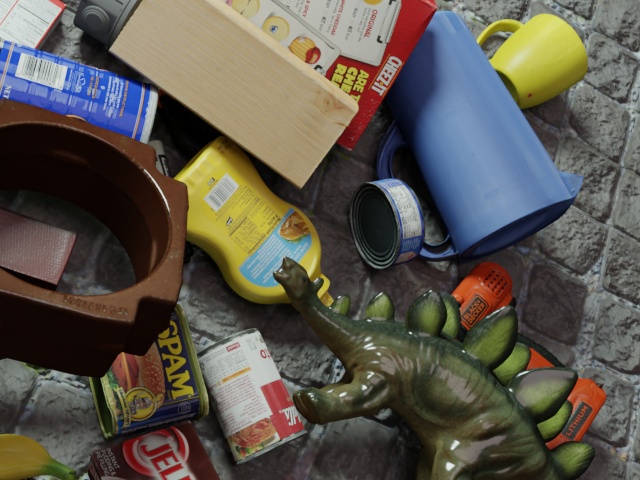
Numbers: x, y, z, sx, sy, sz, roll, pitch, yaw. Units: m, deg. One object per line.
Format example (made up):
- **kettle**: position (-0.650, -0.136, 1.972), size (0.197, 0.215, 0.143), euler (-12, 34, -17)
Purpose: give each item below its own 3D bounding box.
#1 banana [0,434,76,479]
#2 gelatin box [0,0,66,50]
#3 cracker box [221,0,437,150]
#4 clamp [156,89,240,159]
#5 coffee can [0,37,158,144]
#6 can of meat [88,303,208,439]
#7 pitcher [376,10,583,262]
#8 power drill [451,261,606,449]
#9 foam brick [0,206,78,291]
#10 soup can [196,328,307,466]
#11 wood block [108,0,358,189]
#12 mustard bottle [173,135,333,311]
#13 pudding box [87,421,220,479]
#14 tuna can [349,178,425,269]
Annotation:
- **banana**: position (-0.286, 0.200, 0.805), size (0.197, 0.037, 0.070), euler (-31, 47, -8)
- **gelatin box**: position (-0.291, -0.202, 0.991), size (0.073, 0.030, 0.089), euler (31, 61, -11)
- **cracker box**: position (-0.020, -0.213, 1.032), size (0.213, 0.164, 0.072), euler (29, 21, -7)
- **clamp**: position (-0.078, -0.104, 1.040), size (0.171, 0.039, 0.120), euler (40, 57, -10)
- **coffee can**: position (-0.225, -0.108, 0.940), size (0.140, 0.103, 0.103), euler (15, 64, -17)
- **can of meat**: position (-0.151, 0.113, 0.911), size (0.083, 0.058, 0.102), euler (-10, 74, -24)
- **pitcher**: position (0.139, -0.103, 1.093), size (0.148, 0.145, 0.243), euler (-14, 72, -41)
- **power drill**: position (0.174, 0.138, 1.042), size (0.187, 0.057, 0.184), euler (44, 65, -3)
- **foam brick**: position (-0.255, 0.012, 0.908), size (0.078, 0.053, 0.051), euler (20, 63, -14)
- **soup can**: position (-0.064, 0.136, 0.932), size (0.068, 0.069, 0.102), euler (-20, 78, -29)
- **wood block**: position (-0.075, -0.149, 0.967), size (0.206, 0.090, 0.091), euler (35, 101, -8)
- **mustard bottle**: position (-0.057, 0.001, 0.985), size (0.191, 0.058, 0.096), euler (45, 68, -13)
- **pudding box**: position (-0.125, 0.208, 0.855), size (0.089, 0.039, 0.113), euler (-14, 55, -29)
- **tuna can**: position (0.065, -0.017, 1.041), size (0.033, 0.086, 0.086), euler (-12, 75, -29)
